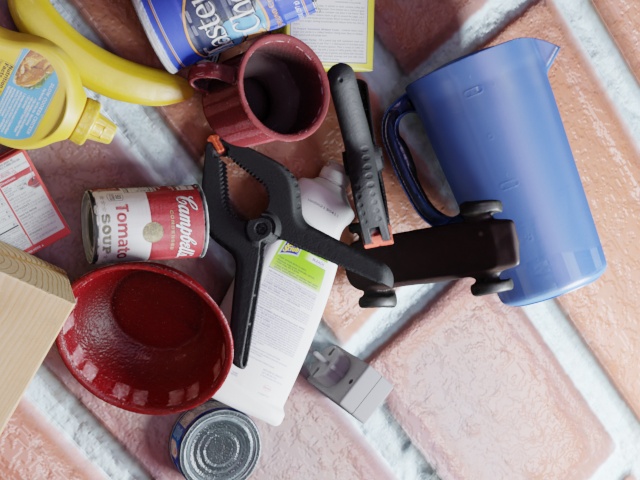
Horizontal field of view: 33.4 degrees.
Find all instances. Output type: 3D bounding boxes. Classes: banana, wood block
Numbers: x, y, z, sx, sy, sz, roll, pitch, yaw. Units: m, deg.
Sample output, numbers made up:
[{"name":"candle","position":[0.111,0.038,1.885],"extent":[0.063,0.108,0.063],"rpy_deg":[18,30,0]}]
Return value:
[{"name":"banana","position":[-0.200,-0.169,0.928],"extent":[0.197,0.037,0.069],"rpy_deg":[40,85,-24]},{"name":"wood block","position":[-0.298,0.108,0.889],"extent":[0.090,0.090,0.206],"rpy_deg":[28,97,-24]}]

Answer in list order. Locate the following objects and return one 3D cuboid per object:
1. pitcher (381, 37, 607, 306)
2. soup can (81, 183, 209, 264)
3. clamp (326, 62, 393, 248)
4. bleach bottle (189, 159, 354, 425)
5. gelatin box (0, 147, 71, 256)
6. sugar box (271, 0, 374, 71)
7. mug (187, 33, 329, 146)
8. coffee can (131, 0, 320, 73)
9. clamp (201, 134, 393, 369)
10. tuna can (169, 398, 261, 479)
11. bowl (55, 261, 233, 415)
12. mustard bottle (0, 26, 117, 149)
[{"name":"pitcher","position":[0.174,-0.061,1.028],"extent":[0.144,0.149,0.243],"rpy_deg":[-21,91,-30]},{"name":"soup can","position":[-0.158,-0.015,0.956],"extent":[0.102,0.069,0.068],"rpy_deg":[-4,100,-21]},{"name":"clamp","position":[0.037,-0.081,0.979],"extent":[0.039,0.120,0.171],"rpy_deg":[-14,80,15]},{"name":"bleach bottle","position":[-0.030,0.043,1.024],"extent":[0.102,0.068,0.251],"rpy_deg":[29,85,-24]},{"name":"gelatin box","position":[-0.271,-0.028,0.927],"extent":[0.073,0.030,0.089],"rpy_deg":[-31,110,-14]},{"name":"sugar box","position":[0.002,-0.247,0.996],"extent":[0.093,0.048,0.176],"rpy_deg":[-1,96,-23]},{"name":"mug","position":[-0.062,-0.130,0.935],"extent":[0.117,0.082,0.093],"rpy_deg":[12,79,-33]},{"name":"coffee can","position":[-0.083,-0.216,0.909],"extent":[0.140,0.103,0.103],"rpy_deg":[-22,108,4]},{"name":"clamp","position":[-0.056,0.001,0.972],"extent":[0.164,0.036,0.210],"rpy_deg":[-36,79,1]},{"name":"tuna can","position":[-0.101,0.199,1.035],"extent":[0.086,0.034,0.086],"rpy_deg":[-4,101,-22]},{"name":"bowl","position":[-0.153,0.077,0.958],"extent":[0.162,0.055,0.162],"rpy_deg":[3,120,6]},{"name":"mustard bottle","position":[-0.259,-0.130,0.885],"extent":[0.191,0.058,0.096],"rpy_deg":[26,108,-19]}]
